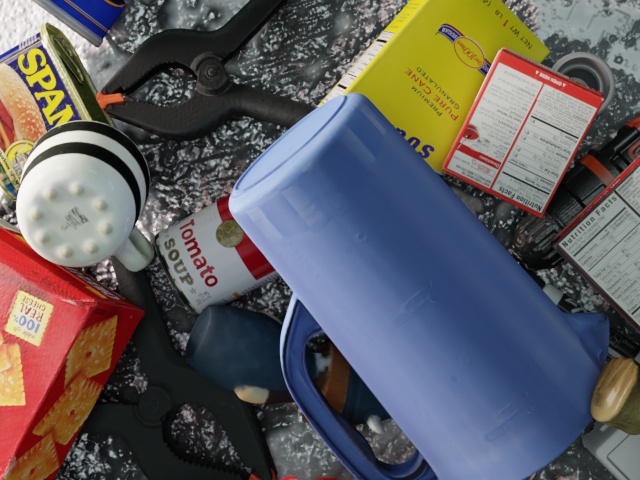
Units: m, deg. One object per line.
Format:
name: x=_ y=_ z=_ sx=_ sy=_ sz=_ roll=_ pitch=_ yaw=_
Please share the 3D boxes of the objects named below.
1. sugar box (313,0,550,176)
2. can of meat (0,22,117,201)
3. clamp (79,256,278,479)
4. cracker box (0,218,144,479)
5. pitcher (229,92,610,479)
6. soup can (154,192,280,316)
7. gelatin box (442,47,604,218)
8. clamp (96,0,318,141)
sugar box: x=0.062 y=-0.093 z=0.729 sx=0.093 sy=0.048 sz=0.176 roll=40 pitch=91 yaw=-17
can of meat: x=-0.202 y=-0.089 z=0.759 sx=0.084 sy=0.057 sz=0.102 roll=-28 pitch=87 yaw=6
clamp: x=-0.124 y=0.120 z=0.757 sx=0.210 sy=0.036 sz=0.164 roll=42 pitch=94 yaw=8
cracker box: x=-0.243 y=0.099 z=0.729 sx=0.164 sy=0.072 sz=0.214 roll=30 pitch=91 yaw=24
pitcher: x=0.049 y=0.038 z=0.665 sx=0.242 sy=0.145 sz=0.149 roll=49 pitch=51 yaw=-13
soup can: x=-0.055 y=0.001 z=0.739 sx=0.102 sy=0.068 sz=0.068 roll=-28 pitch=87 yaw=5
gelatin box: x=0.130 y=-0.070 z=0.693 sx=0.073 sy=0.030 sz=0.089 roll=26 pitch=108 yaw=5
clamp: x=-0.068 y=-0.108 z=0.752 sx=0.171 sy=0.039 sz=0.120 roll=-24 pitch=83 yaw=-3
